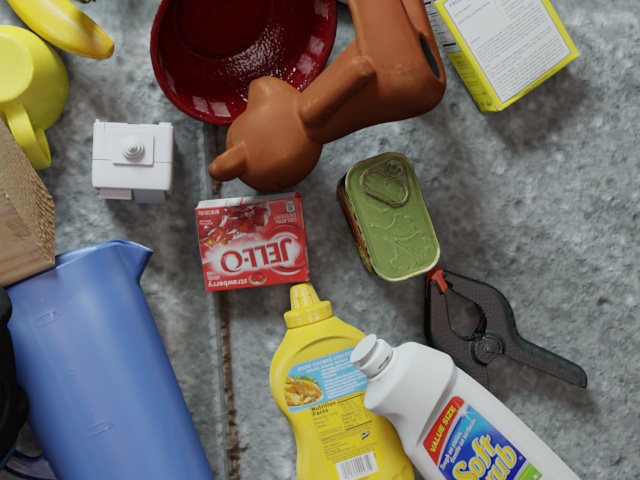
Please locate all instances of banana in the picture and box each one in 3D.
[{"bbox_3d":[-0.231,-0.220,0.863,0.069,0.037,0.198,-26,74,7],"label":"banana"}]

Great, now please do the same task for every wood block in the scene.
[{"bbox_3d":[-0.308,0.002,0.780,0.206,0.091,0.090,-23,127,3],"label":"wood block"}]

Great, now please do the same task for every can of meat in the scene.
[{"bbox_3d":[0.053,-0.019,0.892,0.057,0.084,0.102,-20,92,-6],"label":"can of meat"}]

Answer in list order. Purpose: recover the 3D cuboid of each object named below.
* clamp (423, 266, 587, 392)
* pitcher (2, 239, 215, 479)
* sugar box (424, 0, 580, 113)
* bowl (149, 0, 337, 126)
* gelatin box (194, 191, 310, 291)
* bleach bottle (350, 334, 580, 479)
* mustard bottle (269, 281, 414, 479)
[{"bbox_3d":[0.137,0.103,0.925,0.120,0.039,0.171,-45,95,-8],"label":"clamp"},{"bbox_3d":[-0.182,0.132,0.847,0.144,0.149,0.243,-29,98,-49],"label":"pitcher"},{"bbox_3d":[0.136,-0.206,0.908,0.093,0.048,0.176,-36,102,-10],"label":"sugar box"},{"bbox_3d":[-0.069,-0.176,0.871,0.162,0.055,0.162,-16,131,-19],"label":"bowl"},{"bbox_3d":[-0.056,0.001,0.892,0.089,0.030,0.073,-5,105,4],"label":"gelatin box"},{"bbox_3d":[0.116,0.173,0.879,0.250,0.068,0.102,43,99,-15],"label":"bleach bottle"},{"bbox_3d":[0.009,0.128,0.899,0.096,0.058,0.191,-16,92,-8],"label":"mustard bottle"}]
